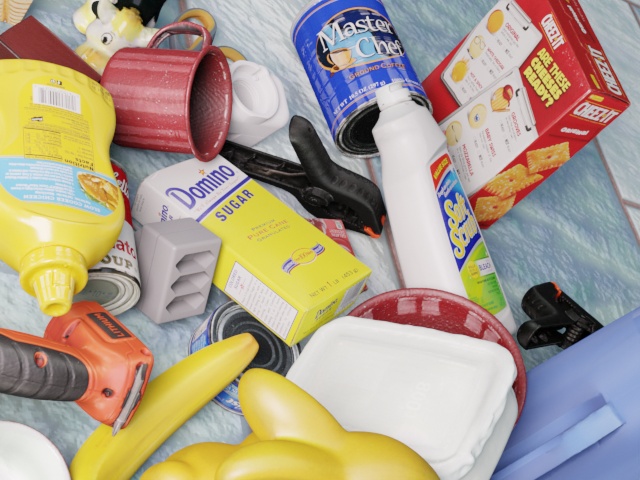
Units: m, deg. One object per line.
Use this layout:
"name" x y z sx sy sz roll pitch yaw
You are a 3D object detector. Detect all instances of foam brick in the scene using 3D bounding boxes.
"foam brick" -0.222 -0.127 0.838 0.078 0.053 0.051 41 39 -5

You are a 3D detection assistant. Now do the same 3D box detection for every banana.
"banana" -0.111 0.124 0.706 0.197 0.070 0.037 -47 120 -52

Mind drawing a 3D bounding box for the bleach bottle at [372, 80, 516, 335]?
"bleach bottle" 0.098 -0.021 0.961 0.102 0.068 0.251 -14 85 -54

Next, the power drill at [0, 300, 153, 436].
"power drill" -0.210 0.057 0.649 0.187 0.057 0.185 15 14 -43

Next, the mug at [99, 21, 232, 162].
"mug" -0.123 -0.124 0.862 0.093 0.082 0.117 49 50 -68

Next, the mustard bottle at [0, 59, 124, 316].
"mustard bottle" -0.177 -0.033 0.694 0.096 0.058 0.191 12 45 -31

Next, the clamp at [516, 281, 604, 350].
"clamp" 0.232 0.084 1.008 0.164 0.036 0.210 27 16 -17

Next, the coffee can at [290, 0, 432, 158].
"coffee can" 0.039 -0.168 1.069 0.102 0.103 0.140 3 55 -40

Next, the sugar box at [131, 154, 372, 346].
"sugar box" -0.056 0.001 0.842 0.176 0.048 0.093 39 36 18

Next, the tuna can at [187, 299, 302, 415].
"tuna can" -0.056 0.088 0.812 0.086 0.034 0.086 24 43 -25

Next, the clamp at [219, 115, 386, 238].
"clamp" 0.001 -0.054 0.931 0.171 0.120 0.039 26 71 -26

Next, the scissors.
"scissors" -0.119 -0.140 0.972 0.096 0.016 0.201 34 44 -20

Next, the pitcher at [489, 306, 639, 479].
"pitcher" 0.219 0.142 0.842 0.145 0.243 0.149 29 41 -20

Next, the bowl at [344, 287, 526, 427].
"bowl" 0.081 0.119 0.859 0.162 0.055 0.162 0 55 0

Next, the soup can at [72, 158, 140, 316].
"soup can" -0.167 -0.002 0.765 0.068 0.069 0.102 12 50 -35

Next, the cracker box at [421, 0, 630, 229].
"cracker box" 0.192 -0.138 1.090 0.072 0.214 0.164 10 51 -36
